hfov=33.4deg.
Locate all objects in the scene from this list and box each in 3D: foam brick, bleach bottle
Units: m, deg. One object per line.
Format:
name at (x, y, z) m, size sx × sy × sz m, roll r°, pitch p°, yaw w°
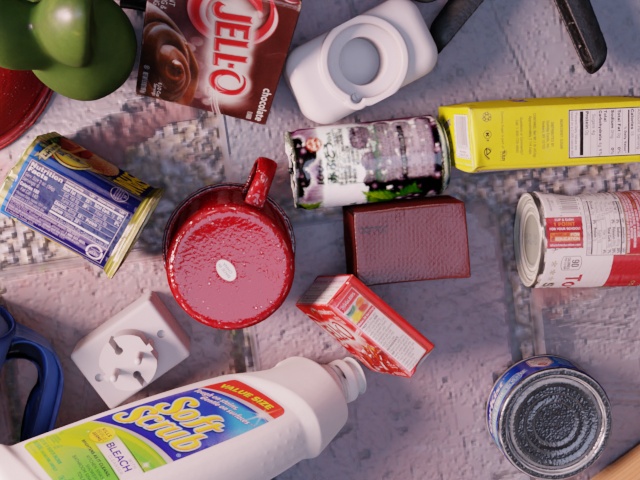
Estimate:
foam brick at (0.058, -0.001, 0.727) m, size 0.078 × 0.051 × 0.053 m, roll -4°, pitch 98°, yaw -5°
bleach bottle at (-0.082, 0.131, 0.696) m, size 0.250 × 0.103 × 0.068 m, roll -21°, pitch 125°, yaw -29°

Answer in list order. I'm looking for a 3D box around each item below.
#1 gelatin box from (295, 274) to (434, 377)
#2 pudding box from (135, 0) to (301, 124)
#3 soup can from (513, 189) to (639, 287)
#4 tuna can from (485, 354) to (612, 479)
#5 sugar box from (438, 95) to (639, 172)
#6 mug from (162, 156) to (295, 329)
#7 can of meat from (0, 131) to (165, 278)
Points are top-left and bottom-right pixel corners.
gelatin box at (0.027, 0.057, 0.713) m, size 0.073 × 0.089 × 0.030 m, roll 41°, pitch 77°, yaw -10°
pudding box at (-0.065, -0.129, 0.670) m, size 0.090 × 0.114 × 0.039 m, roll 14°, pitch 57°, yaw -6°
soup can at (0.191, -0.002, 0.731) m, size 0.102 × 0.068 × 0.068 m, roll -1°, pitch 99°, yaw -5°
tuna can at (0.164, 0.127, 0.765) m, size 0.086 × 0.034 × 0.086 m, roll -1°, pitch 99°, yaw -5°
sugar box at (0.174, -0.074, 0.707) m, size 0.176 × 0.093 × 0.048 m, roll -6°, pitch 99°, yaw -5°
mug at (-0.055, 0.001, 0.702) m, size 0.093 × 0.081 × 0.117 m, roll 24°, pitch 96°, yaw -8°
can of meat at (-0.152, -0.025, 0.680) m, size 0.084 × 0.102 × 0.057 m, roll 30°, pitch 95°, yaw -7°
